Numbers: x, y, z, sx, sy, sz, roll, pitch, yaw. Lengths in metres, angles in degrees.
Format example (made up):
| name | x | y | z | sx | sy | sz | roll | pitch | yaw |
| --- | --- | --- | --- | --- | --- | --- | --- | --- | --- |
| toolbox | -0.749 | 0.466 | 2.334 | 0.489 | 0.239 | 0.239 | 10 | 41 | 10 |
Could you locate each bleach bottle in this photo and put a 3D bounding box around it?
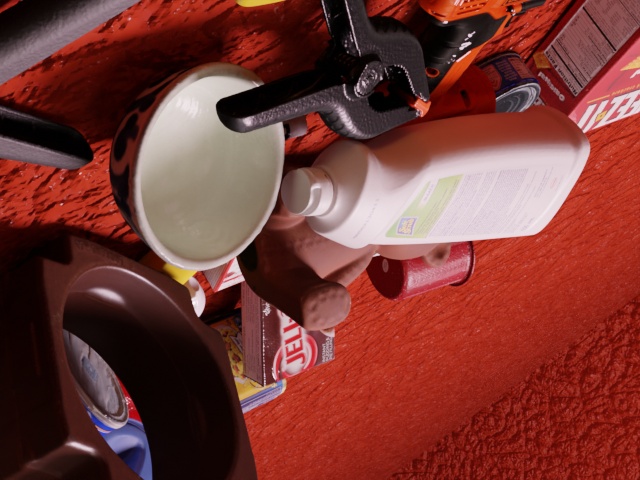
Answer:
| name | x | y | z | sx | sy | sz | roll | pitch | yaw |
| --- | --- | --- | --- | --- | --- | --- | --- | --- | --- |
| bleach bottle | 0.079 | -0.045 | 0.747 | 0.250 | 0.068 | 0.103 | -5 | 130 | -42 |

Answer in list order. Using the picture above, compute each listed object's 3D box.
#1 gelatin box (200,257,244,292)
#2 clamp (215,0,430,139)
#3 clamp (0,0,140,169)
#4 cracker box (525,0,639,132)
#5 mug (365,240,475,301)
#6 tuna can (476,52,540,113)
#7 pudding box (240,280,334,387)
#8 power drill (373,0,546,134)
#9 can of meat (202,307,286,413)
| name | x | y | z | sx | sy | sz | roll | pitch | yaw |
| --- | --- | --- | --- | --- | --- | --- | --- | --- | --- |
| gelatin box | -0.056 | 0.001 | 0.894 | 0.073 | 0.030 | 0.089 | -22 | 160 | -30 |
| clamp | 0.019 | -0.113 | 0.638 | 0.171 | 0.039 | 0.120 | -1 | 127 | -54 |
| clamp | -0.175 | -0.071 | 0.495 | 0.209 | 0.036 | 0.165 | -15 | 157 | -40 |
| cracker box | 0.278 | -0.179 | 0.891 | 0.163 | 0.072 | 0.214 | -19 | 159 | -32 |
| mug | 0.090 | 0.012 | 1.089 | 0.081 | 0.093 | 0.117 | -17 | -166 | -27 |
| tuna can | 0.140 | -0.117 | 0.893 | 0.086 | 0.034 | 0.086 | -28 | 162 | -10 |
| pudding box | -0.031 | 0.072 | 1.010 | 0.089 | 0.039 | 0.113 | -17 | 113 | -39 |
| power drill | 0.120 | -0.148 | 0.743 | 0.184 | 0.057 | 0.188 | -17 | 155 | -27 |
| can of meat | -0.093 | 0.123 | 1.040 | 0.083 | 0.102 | 0.058 | -21 | 168 | -38 |
